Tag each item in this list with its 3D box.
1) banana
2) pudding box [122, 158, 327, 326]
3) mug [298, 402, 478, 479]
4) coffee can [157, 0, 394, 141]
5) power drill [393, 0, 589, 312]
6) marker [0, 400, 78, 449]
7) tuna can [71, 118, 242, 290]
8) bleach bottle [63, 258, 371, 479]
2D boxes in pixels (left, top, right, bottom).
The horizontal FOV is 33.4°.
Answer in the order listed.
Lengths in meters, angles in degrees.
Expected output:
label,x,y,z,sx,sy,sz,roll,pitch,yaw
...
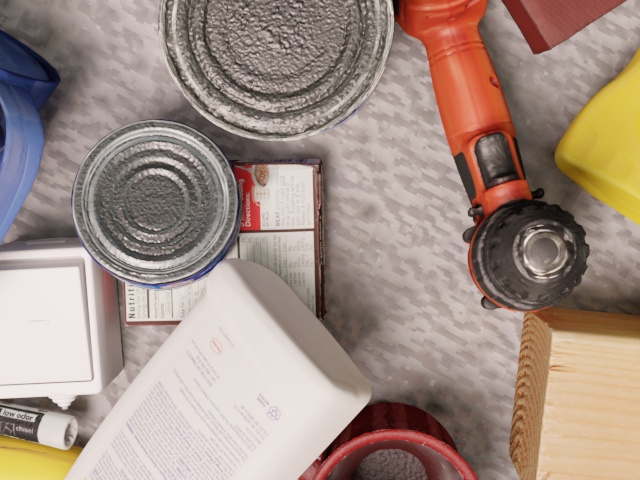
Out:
label,x,y,z,sx,sy,sz,roll,pitch,yaw
banana,-0.168,0.143,0.613,0.198,0.037,0.070,2,119,4
pudding box,-0.054,0.001,0.590,0.113,0.039,0.090,-1,95,4
mug,0.028,0.132,0.579,0.117,0.081,0.093,21,97,-1
coffee can,-0.017,-0.101,0.526,0.103,0.140,0.103,0,96,2
power drill,0.078,-0.056,0.516,0.057,0.184,0.187,-14,86,3
marker,-0.196,0.097,0.603,0.121,0.020,0.020,9,97,13
tuna can,-0.083,-0.018,0.545,0.086,0.034,0.086,0,84,-3
bleach bottle,-0.092,0.132,0.551,0.251,0.068,0.103,-47,66,12
